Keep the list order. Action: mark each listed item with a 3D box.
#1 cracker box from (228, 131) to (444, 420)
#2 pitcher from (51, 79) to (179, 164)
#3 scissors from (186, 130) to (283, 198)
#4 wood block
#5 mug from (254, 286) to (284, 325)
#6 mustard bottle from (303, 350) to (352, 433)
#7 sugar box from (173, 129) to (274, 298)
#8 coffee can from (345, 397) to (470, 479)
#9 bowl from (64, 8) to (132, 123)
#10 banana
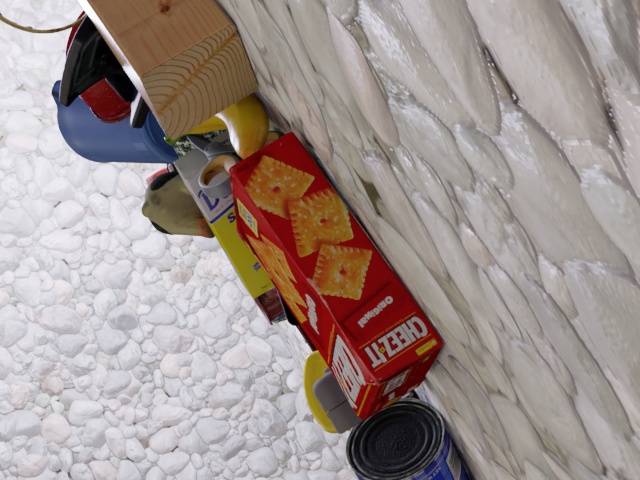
[{"bbox_3d":[0.007,0.036,0.902,0.214,0.072,0.164,56,169,15],"label":"cracker box"},{"bbox_3d":[-0.213,-0.151,1.316,0.243,0.149,0.145,13,125,56],"label":"pitcher"},{"bbox_3d":[-0.082,-0.091,1.009,0.016,0.096,0.202,60,-175,-25],"label":"scissors"},{"bbox_3d":[-0.150,-0.201,0.936,0.206,0.090,0.090,54,172,31],"label":"wood block"},{"bbox_3d":[-0.051,0.049,1.358,0.093,0.081,0.117,59,173,-7],"label":"mug"},{"bbox_3d":[0.041,0.187,1.293,0.191,0.058,0.096,29,-138,-66],"label":"mustard bottle"},{"bbox_3d":[-0.072,-0.031,1.115,0.048,0.093,0.176,49,169,50],"label":"sugar box"},{"bbox_3d":[0.096,0.243,1.079,0.103,0.102,0.140,49,169,52],"label":"coffee can"},{"bbox_3d":[-0.241,-0.217,1.205,0.055,0.162,0.162,15,-153,-42],"label":"bowl"},{"bbox_3d":[-0.084,-0.108,0.984,0.037,0.069,0.198,32,173,-27],"label":"banana"}]
